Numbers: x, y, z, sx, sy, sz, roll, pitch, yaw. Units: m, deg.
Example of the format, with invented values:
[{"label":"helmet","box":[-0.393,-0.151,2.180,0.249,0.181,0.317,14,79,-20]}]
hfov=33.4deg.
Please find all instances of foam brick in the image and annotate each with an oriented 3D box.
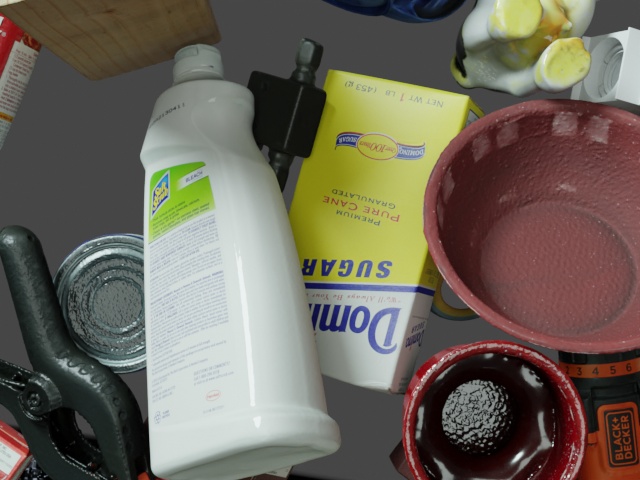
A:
[{"label":"foam brick","box":[0.086,0.119,0.639,0.051,0.053,0.078,37,90,0]}]

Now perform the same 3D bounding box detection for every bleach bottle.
[{"label":"bleach bottle","box":[-0.054,0.001,0.595,0.103,0.068,0.251,-23,63,34]}]

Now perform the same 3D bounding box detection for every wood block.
[{"label":"wood block","box":[-0.116,-0.154,0.567,0.090,0.206,0.091,-17,90,0]}]

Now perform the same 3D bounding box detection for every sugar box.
[{"label":"sugar box","box":[0.028,-0.005,0.632,0.093,0.048,0.176,14,86,23]}]

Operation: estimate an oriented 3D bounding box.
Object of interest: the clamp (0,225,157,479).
[{"label":"clamp","box":[-0.165,0.089,0.624,0.120,0.039,0.171,-40,79,35]}]

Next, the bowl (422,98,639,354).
[{"label":"bowl","box":[0.135,0.001,0.585,0.162,0.055,0.162,-1,57,1]}]

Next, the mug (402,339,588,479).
[{"label":"mug","box":[0.095,0.106,0.571,0.093,0.081,0.117,-45,89,-2]}]

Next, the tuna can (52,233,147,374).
[{"label":"tuna can","box":[-0.121,0.038,0.650,0.086,0.034,0.086,0,89,0]}]

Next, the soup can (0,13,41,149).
[{"label":"soup can","box":[-0.209,-0.102,0.635,0.068,0.068,0.102,22,90,0]}]
